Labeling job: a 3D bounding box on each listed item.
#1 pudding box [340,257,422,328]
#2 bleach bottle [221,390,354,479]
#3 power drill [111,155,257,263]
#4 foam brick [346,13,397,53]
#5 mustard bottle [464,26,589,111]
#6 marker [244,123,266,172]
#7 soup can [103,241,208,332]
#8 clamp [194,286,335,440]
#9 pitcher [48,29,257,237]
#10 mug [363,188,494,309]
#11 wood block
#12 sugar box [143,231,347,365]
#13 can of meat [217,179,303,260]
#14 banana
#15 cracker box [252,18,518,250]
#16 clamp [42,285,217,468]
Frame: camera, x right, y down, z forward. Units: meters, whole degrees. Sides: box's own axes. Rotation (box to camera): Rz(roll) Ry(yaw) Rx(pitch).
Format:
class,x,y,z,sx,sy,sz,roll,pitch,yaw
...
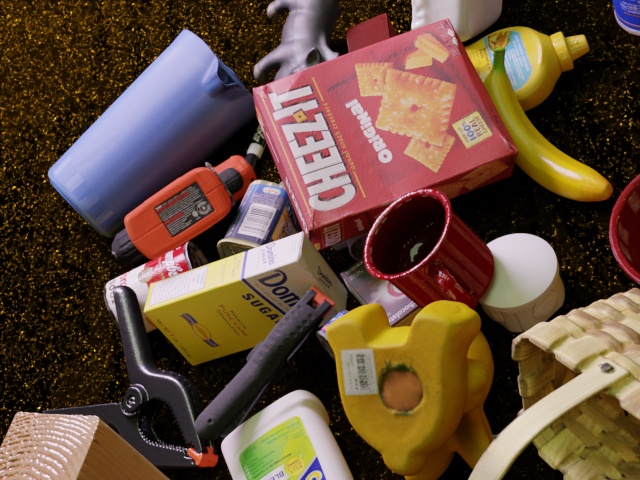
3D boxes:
class,x,y,z,sx,sy,sz,roll,pitch,yaw
pudding box,0.090,0.034,1.018,0.113,0.039,0.090,-38,46,-3
bleach bottle,0.005,0.245,0.873,0.102,0.068,0.251,-33,47,0
power drill,-0.154,-0.027,1.130,0.184,0.057,0.187,-34,6,3
foam brick,0.065,-0.212,1.232,0.053,0.051,0.078,-18,46,16
mustard bottle,0.187,-0.174,1.124,0.192,0.058,0.096,-19,56,14
marker,-0.069,-0.123,1.255,0.020,0.020,0.121,0,54,29
soup can,-0.168,0.053,1.128,0.102,0.068,0.068,-25,45,9
clamp,-0.052,0.115,0.959,0.039,0.120,0.171,36,93,3
pitcher,-0.199,-0.121,1.264,0.243,0.149,0.145,-44,60,-6
mug,0.102,0.020,0.925,0.093,0.081,0.117,-45,34,7
wood block,-0.176,0.232,0.883,0.090,0.206,0.090,-2,53,28
sugar box,-0.072,0.060,1.037,0.176,0.093,0.048,-18,40,24
can of meat,-0.057,0.001,1.085,0.057,0.102,0.084,12,56,17
banana,0.209,-0.098,1.041,0.037,0.070,0.198,-21,61,-22
cracker box,0.061,-0.106,1.043,0.213,0.072,0.164,-21,70,-5
clamp,-0.173,0.148,1.044,0.210,0.036,0.164,25,92,34
